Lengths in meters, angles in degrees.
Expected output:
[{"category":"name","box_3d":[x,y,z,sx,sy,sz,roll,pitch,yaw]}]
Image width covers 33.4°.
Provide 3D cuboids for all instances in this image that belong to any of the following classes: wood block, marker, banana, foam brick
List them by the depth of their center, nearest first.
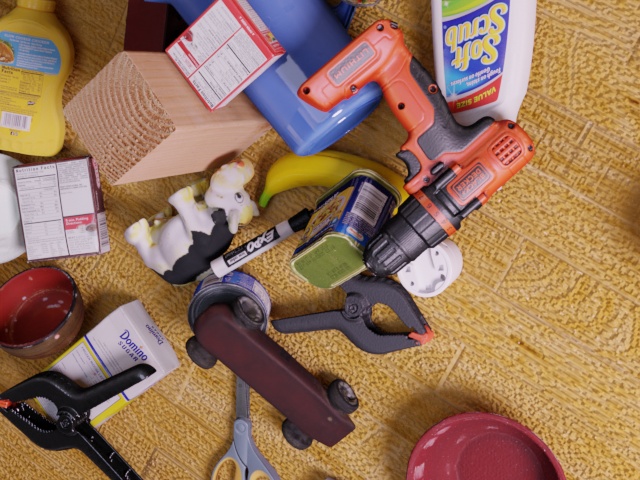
[{"category":"wood block","box_3d":[-0.139,-0.123,1.039,0.091,0.205,0.090,-38,82,25]},{"category":"banana","box_3d":[0.023,-0.058,1.073,0.198,0.037,0.069,9,132,26]},{"category":"marker","box_3d":[-0.057,0.001,1.092,0.121,0.020,0.020,-29,86,10]},{"category":"foam brick","box_3d":[-0.170,-0.219,1.123,0.051,0.052,0.078,13,104,22]}]

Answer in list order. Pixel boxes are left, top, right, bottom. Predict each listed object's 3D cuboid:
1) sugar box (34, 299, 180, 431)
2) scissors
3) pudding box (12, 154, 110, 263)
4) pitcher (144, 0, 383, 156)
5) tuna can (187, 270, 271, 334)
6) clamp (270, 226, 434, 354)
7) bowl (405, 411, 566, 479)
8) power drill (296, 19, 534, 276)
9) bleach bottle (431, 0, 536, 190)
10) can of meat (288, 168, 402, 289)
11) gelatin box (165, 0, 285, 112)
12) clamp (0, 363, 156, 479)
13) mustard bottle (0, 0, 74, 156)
[{"category":"sugar box","box_3d":[-0.250,0.153,1.226,0.176,0.048,0.093,-36,85,22]},{"category":"scissors","box_3d":[-0.070,0.217,1.169,0.096,0.016,0.202,21,107,19]},{"category":"pudding box","box_3d":[-0.292,-0.035,1.204,0.090,0.039,0.113,-7,94,6]},{"category":"pitcher","box_3d":[-0.040,-0.212,1.033,0.149,0.144,0.243,-40,85,37]},{"category":"tuna can","box_3d":[-0.096,0.074,1.130,0.086,0.033,0.086,3,119,5]},{"category":"clamp","box_3d":[0.030,0.073,1.087,0.172,0.039,0.120,34,111,21]},{"category":"bowl","box_3d":[0.167,0.238,1.041,0.162,0.055,0.162,4,100,24]},{"category":"power drill","box_3d":[0.067,-0.085,0.944,0.184,0.057,0.187,-41,94,3]},{"category":"bleach bottle","box_3d":[0.155,-0.171,0.978,0.103,0.068,0.251,1,101,25]},{"category":"can of meat","box_3d":[0.022,-0.008,1.023,0.057,0.083,0.102,36,144,-14]},{"category":"gelatin box","box_3d":[-0.088,-0.172,0.974,0.089,0.030,0.073,-37,90,29]},{"category":"clamp","box_3d":[-0.272,0.208,1.199,0.210,0.036,0.164,3,104,22]},{"category":"mustard bottle","box_3d":[-0.326,-0.195,1.191,0.096,0.058,0.192,11,103,-1]}]
